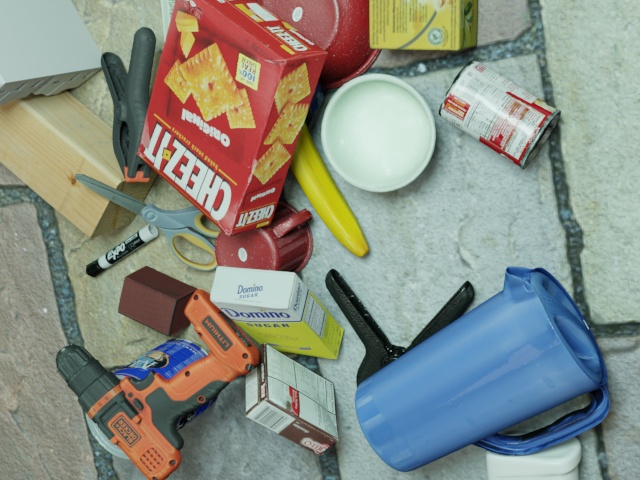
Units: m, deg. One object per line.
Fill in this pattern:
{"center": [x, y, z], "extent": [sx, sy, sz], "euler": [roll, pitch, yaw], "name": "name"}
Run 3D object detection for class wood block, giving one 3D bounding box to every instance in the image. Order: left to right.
{"center": [-0.309, -0.107, 1.281], "extent": [0.206, 0.090, 0.091], "euler": [39, 119, 11], "name": "wood block"}

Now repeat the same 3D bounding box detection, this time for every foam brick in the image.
{"center": [-0.199, 0.074, 1.301], "extent": [0.078, 0.052, 0.051], "euler": [23, 112, 18], "name": "foam brick"}

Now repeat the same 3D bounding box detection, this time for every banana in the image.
{"center": [-0.005, -0.067, 1.159], "extent": [0.037, 0.070, 0.197], "euler": [-30, 118, -4], "name": "banana"}

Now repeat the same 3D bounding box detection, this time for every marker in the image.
{"center": [-0.249, 0.014, 1.328], "extent": [0.121, 0.020, 0.020], "euler": [-31, 90, 28], "name": "marker"}

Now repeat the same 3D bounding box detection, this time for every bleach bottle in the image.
{"center": [0.242, 0.338, 1.162], "extent": [0.103, 0.068, 0.251], "euler": [-2, 105, 26], "name": "bleach bottle"}

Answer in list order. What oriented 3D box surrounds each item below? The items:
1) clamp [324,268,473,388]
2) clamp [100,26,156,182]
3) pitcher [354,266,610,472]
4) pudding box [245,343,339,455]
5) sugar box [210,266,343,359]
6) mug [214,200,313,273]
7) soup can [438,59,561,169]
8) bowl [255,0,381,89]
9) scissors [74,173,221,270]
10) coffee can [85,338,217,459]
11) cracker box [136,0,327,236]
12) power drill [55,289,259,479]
{"center": [0.077, 0.128, 1.192], "extent": [0.165, 0.036, 0.210], "euler": [12, 111, 15], "name": "clamp"}
{"center": [-0.221, -0.152, 1.225], "extent": [0.120, 0.039, 0.171], "euler": [5, 94, 62], "name": "clamp"}
{"center": [0.165, 0.149, 1.095], "extent": [0.243, 0.144, 0.149], "euler": [-33, 59, 23], "name": "pitcher"}
{"center": [-0.032, 0.179, 1.205], "extent": [0.113, 0.090, 0.039], "euler": [35, 118, -29], "name": "pudding box"}
{"center": [-0.045, 0.082, 1.167], "extent": [0.093, 0.176, 0.048], "euler": [4, 71, 21], "name": "sugar box"}
{"center": [-0.058, 0.001, 1.199], "extent": [0.117, 0.081, 0.093], "euler": [-32, 89, 28], "name": "mug"}
{"center": [0.177, -0.126, 1.062], "extent": [0.102, 0.068, 0.069], "euler": [34, 115, 14], "name": "soup can"}
{"center": [-0.012, -0.238, 1.128], "extent": [0.162, 0.055, 0.162], "euler": [7, 106, 24], "name": "bowl"}
{"center": [-0.176, -0.039, 1.224], "extent": [0.096, 0.016, 0.201], "euler": [-38, 122, 12], "name": "scissors"}
{"center": [-0.199, 0.188, 1.282], "extent": [0.103, 0.140, 0.103], "euler": [7, 107, 23], "name": "coffee can"}
{"center": [-0.098, -0.137, 1.099], "extent": [0.164, 0.071, 0.214], "euler": [41, 128, 27], "name": "cracker box"}
{"center": [-0.175, 0.142, 1.170], "extent": [0.188, 0.057, 0.184], "euler": [-43, 85, 4], "name": "power drill"}
